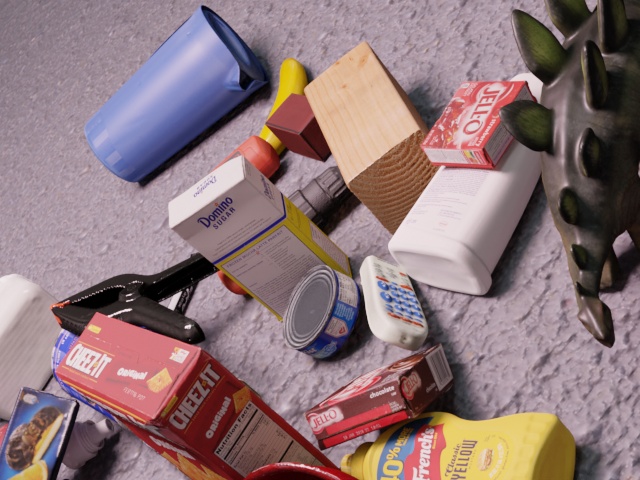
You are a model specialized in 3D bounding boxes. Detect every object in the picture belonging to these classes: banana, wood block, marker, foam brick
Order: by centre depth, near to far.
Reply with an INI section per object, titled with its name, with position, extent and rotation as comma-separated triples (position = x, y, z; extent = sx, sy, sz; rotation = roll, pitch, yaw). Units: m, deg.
[wood block]
position = 0.061, -0.110, 1.114
extent = 0.090, 0.090, 0.206
rotation = -37, 35, 11
[marker]
position = -0.160, 0.064, 1.221
extent = 0.020, 0.020, 0.121
rotation = -9, 47, 40
[foam brick]
position = -0.015, -0.133, 1.250
extent = 0.051, 0.053, 0.078
rotation = -52, 36, -11
[banana]
position = -0.049, -0.164, 1.330
extent = 0.070, 0.037, 0.197
rotation = -10, 47, 38

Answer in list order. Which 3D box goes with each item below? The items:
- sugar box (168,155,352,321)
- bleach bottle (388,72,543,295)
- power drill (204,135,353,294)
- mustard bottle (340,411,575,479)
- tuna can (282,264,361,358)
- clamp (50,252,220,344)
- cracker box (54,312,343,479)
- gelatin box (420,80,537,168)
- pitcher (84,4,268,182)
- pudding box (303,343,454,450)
[sugar box]
position = -0.057, 0.001, 1.042
extent = 0.093, 0.176, 0.048
rotation = -32, 36, 18
[bleach bottle]
position = 0.166, -0.070, 0.992
extent = 0.103, 0.068, 0.250
rotation = 11, 59, 48
[power drill]
position = -0.057, -0.046, 1.197
extent = 0.184, 0.057, 0.188
rotation = -41, 35, 5
[mustard bottle]
position = 0.093, 0.177, 0.811
extent = 0.192, 0.058, 0.096
rotation = -7, 49, 42
[tuna can]
position = 0.001, 0.069, 1.017
extent = 0.086, 0.033, 0.086
rotation = -42, 35, 38
[clamp]
position = -0.178, 0.056, 1.095
extent = 0.210, 0.036, 0.164
rotation = -7, 30, 27
[cracker box]
position = -0.095, 0.158, 0.884
extent = 0.164, 0.213, 0.072
rotation = 9, 60, 50
[gelatin box]
position = 0.144, -0.107, 0.973
extent = 0.073, 0.030, 0.089
rotation = 8, 56, 47
[pitcher]
position = -0.202, -0.197, 1.444
extent = 0.243, 0.145, 0.149
rotation = -39, 3, 14
[pudding box]
position = 0.051, 0.127, 0.871
extent = 0.090, 0.039, 0.113
rotation = -24, -4, 25
